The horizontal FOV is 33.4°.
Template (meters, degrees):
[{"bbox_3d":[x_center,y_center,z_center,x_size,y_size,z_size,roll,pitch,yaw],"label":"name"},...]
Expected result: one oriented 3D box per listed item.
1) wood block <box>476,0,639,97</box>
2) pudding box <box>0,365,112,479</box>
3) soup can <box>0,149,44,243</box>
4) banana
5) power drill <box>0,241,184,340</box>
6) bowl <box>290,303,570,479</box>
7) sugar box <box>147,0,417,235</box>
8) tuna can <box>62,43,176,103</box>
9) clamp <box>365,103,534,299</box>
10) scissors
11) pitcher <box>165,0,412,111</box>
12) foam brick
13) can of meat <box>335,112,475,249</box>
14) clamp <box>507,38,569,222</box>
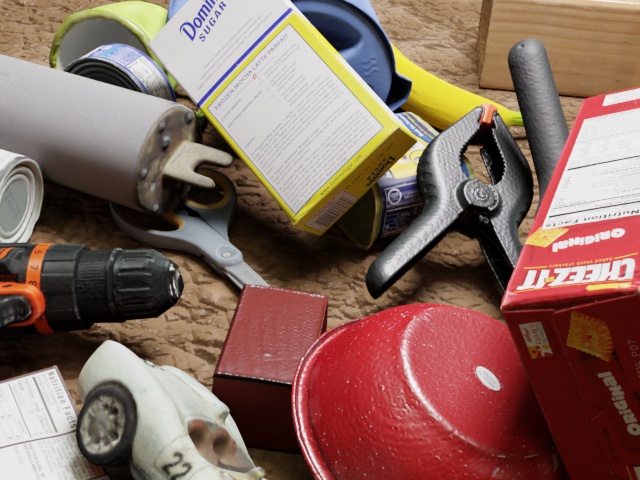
[{"bbox_3d":[0.244,-0.182,0.925,0.206,0.090,0.090,6,36,3],"label":"wood block"},{"bbox_3d":[-0.170,0.115,0.530,0.113,0.039,0.090,-12,37,-25],"label":"pudding box"},{"bbox_3d":[-0.242,-0.033,0.699,0.102,0.068,0.068,14,38,12],"label":"soup can"},{"bbox_3d":[0.083,-0.128,0.886,0.069,0.037,0.198,-7,35,-46],"label":"banana"},{"bbox_3d":[-0.177,0.047,0.554,0.184,0.057,0.187,-4,14,8],"label":"power drill"},{"bbox_3d":[0.069,0.085,0.536,0.162,0.055,0.162,18,40,-16],"label":"bowl"},{"bbox_3d":[-0.028,-0.098,0.703,0.176,0.093,0.048,52,13,23],"label":"sugar box"},{"bbox_3d":[-0.148,-0.099,0.781,0.086,0.086,0.033,19,37,19],"label":"tuna can"},{"bbox_3d":[0.087,-0.017,0.681,0.120,0.039,0.171,13,54,-17],"label":"clamp"},{"bbox_3d":[-0.055,0.001,0.711,0.202,0.016,0.096,27,45,28],"label":"scissors"},{"bbox_3d":[-0.029,-0.182,0.868,0.145,0.149,0.243,-29,31,13],"label":"pitcher"},{"bbox_3d":[-0.027,0.069,0.592,0.051,0.053,0.078,8,36,5],"label":"foam brick"},{"bbox_3d":[0.047,-0.046,0.752,0.083,0.057,0.102,-14,41,-26],"label":"can of meat"},{"bbox_3d":[0.157,-0.018,0.672,0.036,0.164,0.210,-19,36,28],"label":"clamp"}]
